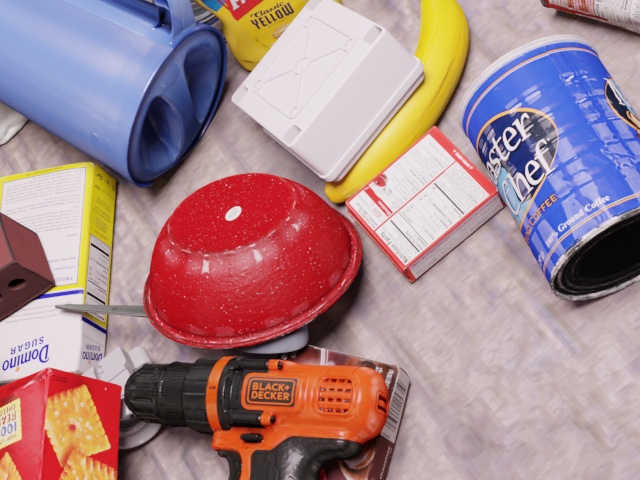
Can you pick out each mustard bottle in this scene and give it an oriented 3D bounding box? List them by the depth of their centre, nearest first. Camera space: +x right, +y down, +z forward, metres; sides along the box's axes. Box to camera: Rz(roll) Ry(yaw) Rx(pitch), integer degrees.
[{"bbox_3d":[-0.054,-0.204,0.795,0.096,0.191,0.058,-22,60,11],"label":"mustard bottle"}]

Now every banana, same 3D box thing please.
[{"bbox_3d":[0.067,-0.111,0.798,0.070,0.037,0.197,5,66,47],"label":"banana"}]

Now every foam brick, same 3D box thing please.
[{"bbox_3d":[-0.251,0.025,0.801,0.078,0.053,0.051,-32,61,9],"label":"foam brick"}]

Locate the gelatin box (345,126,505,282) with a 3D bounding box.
[{"bbox_3d":[0.073,-0.025,0.757,0.089,0.030,0.073,-41,60,1],"label":"gelatin box"}]

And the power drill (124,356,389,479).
[{"bbox_3d":[-0.054,0.164,0.665,0.185,0.057,0.187,-2,70,25],"label":"power drill"}]

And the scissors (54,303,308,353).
[{"bbox_3d":[-0.088,0.045,0.773,0.202,0.016,0.096,10,29,31],"label":"scissors"}]

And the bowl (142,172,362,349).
[{"bbox_3d":[-0.055,0.001,0.744,0.162,0.055,0.162,-11,37,8],"label":"bowl"}]

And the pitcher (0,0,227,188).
[{"bbox_3d":[-0.202,-0.158,0.827,0.243,0.145,0.149,28,89,13],"label":"pitcher"}]

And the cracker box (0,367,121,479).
[{"bbox_3d":[-0.213,0.209,0.713,0.164,0.072,0.213,-22,57,38],"label":"cracker box"}]

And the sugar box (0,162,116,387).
[{"bbox_3d":[-0.214,0.029,0.841,0.093,0.048,0.176,-8,68,19],"label":"sugar box"}]

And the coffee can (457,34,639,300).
[{"bbox_3d":[0.164,-0.047,0.687,0.103,0.102,0.140,-28,60,8],"label":"coffee can"}]

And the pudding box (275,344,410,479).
[{"bbox_3d":[0.002,0.130,0.710,0.090,0.039,0.113,11,71,26],"label":"pudding box"}]
